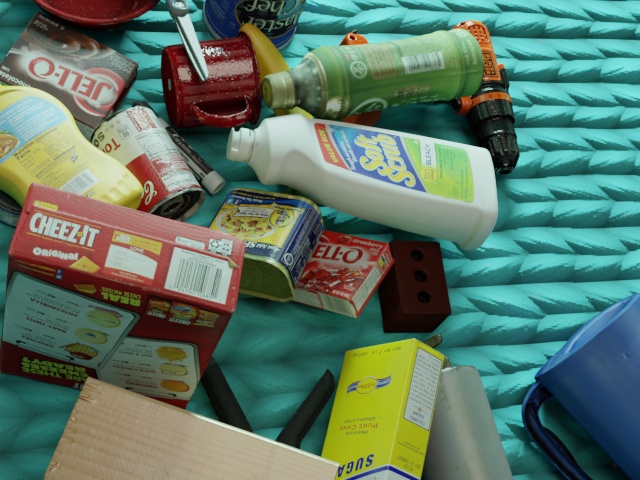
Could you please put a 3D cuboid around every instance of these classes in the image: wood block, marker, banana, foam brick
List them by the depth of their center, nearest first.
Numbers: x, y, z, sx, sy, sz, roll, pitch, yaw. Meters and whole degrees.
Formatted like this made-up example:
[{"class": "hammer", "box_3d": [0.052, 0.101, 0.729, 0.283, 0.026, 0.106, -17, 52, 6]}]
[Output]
[{"class": "wood block", "box_3d": [-0.099, 0.191, 0.837, 0.206, 0.090, 0.090, 18, 67, 5]}, {"class": "foam brick", "box_3d": [0.087, 0.044, 1.020, 0.053, 0.051, 0.078, 1, 63, -17]}, {"class": "marker", "box_3d": [-0.140, -0.093, 1.041, 0.121, 0.020, 0.020, 45, 60, 9]}, {"class": "banana", "box_3d": [-0.033, -0.126, 1.067, 0.037, 0.069, 0.198, -24, 70, 19]}]

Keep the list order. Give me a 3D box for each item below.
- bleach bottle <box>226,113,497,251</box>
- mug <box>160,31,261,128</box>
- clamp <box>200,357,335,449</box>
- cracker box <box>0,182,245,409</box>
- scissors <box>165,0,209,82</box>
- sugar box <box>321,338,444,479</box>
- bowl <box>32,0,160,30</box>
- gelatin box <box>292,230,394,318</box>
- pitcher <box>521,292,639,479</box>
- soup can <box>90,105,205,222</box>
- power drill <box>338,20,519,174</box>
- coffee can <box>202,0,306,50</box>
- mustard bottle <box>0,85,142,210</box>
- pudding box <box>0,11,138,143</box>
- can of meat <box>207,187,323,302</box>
[{"class": "bleach bottle", "box_3d": [0.037, -0.061, 1.000, 0.250, 0.068, 0.102, 10, 53, -13]}, {"class": "mug", "box_3d": [-0.105, -0.146, 1.036, 0.081, 0.093, 0.117, -10, 46, -17]}, {"class": "clamp", "box_3d": [-0.058, 0.177, 0.914, 0.120, 0.039, 0.171, 12, 60, 0]}, {"class": "cracker box", "box_3d": [-0.163, 0.053, 0.843, 0.164, 0.214, 0.072, 15, 58, -10]}, {"class": "scissors", "box_3d": [-0.125, -0.234, 1.040, 0.096, 0.016, 0.202, -22, 63, -32]}, {"class": "sugar box", "box_3d": [0.044, 0.175, 0.902, 0.048, 0.094, 0.176, 33, 59, -29]}, {"class": "bowl", "box_3d": [-0.235, -0.269, 1.084, 0.162, 0.055, 0.162, 7, 61, -14]}, {"class": "gelatin box", "box_3d": [0.012, 0.028, 0.993, 0.089, 0.030, 0.073, 13, 53, 35]}, {"class": "pitcher", "box_3d": [0.315, 0.180, 0.986, 0.243, 0.149, 0.144, 51, 46, 8]}, {"class": "soup can", "box_3d": [-0.161, -0.066, 0.992, 0.068, 0.069, 0.102, -25, 73, -27]}, {"class": "power drill", "box_3d": [0.114, -0.152, 1.132, 0.187, 0.057, 0.184, -2, 64, -20]}, {"class": "coffee can", "box_3d": [-0.058, -0.271, 1.090, 0.102, 0.140, 0.103, 7, 61, -14]}, {"class": "mustard bottle", "box_3d": [-0.252, -0.078, 0.934, 0.192, 0.058, 0.096, 45, 64, 9]}, {"class": "pudding box", "box_3d": [-0.246, -0.156, 1.030, 0.113, 0.039, 0.090, 26, 58, -3]}, {"class": "can of meat", "box_3d": [-0.057, 0.001, 0.980, 0.102, 0.057, 0.083, 10, 53, 23]}]
